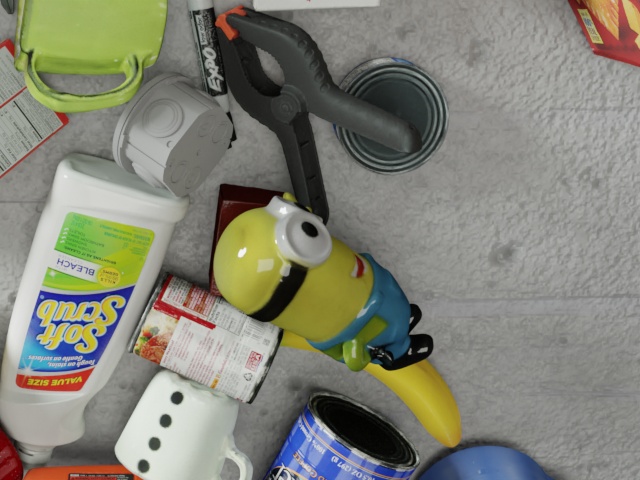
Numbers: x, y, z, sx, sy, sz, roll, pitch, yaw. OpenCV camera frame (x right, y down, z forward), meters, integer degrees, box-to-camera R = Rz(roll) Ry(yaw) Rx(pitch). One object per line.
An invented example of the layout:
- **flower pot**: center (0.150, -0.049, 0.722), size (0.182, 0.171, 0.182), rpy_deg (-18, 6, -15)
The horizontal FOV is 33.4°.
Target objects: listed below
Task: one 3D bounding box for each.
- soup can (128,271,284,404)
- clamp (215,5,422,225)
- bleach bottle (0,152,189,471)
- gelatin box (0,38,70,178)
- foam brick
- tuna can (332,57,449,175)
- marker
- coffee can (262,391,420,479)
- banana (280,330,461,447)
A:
- **soup can**: center (-0.086, 0.075, 0.816), size (0.102, 0.068, 0.068), rpy_deg (24, 103, -4)
- **clamp**: center (-0.018, -0.091, 0.778), size (0.171, 0.039, 0.120), rpy_deg (46, 122, 6)
- **bleach bottle**: center (-0.183, 0.065, 0.814), size (0.102, 0.068, 0.251), rpy_deg (16, 108, -12)
- **gelatin box**: center (-0.232, -0.087, 0.748), size (0.073, 0.030, 0.089), rpy_deg (55, 51, -19)
- **foam brick**: center (-0.055, 0.001, 0.814), size (0.053, 0.051, 0.078), rpy_deg (7, 107, -9)
- **tuna can**: center (0.052, -0.094, 0.806), size (0.086, 0.034, 0.086), rpy_deg (-2, 108, -7)
- **marker**: center (-0.080, -0.126, 0.786), size (0.020, 0.020, 0.121), rpy_deg (-10, 109, -4)
- **coffee can**: center (0.002, 0.209, 0.862), size (0.102, 0.103, 0.140), rpy_deg (26, 103, -15)
- **banana**: center (0.048, 0.104, 0.872), size (0.197, 0.037, 0.070), rpy_deg (30, 131, -12)
